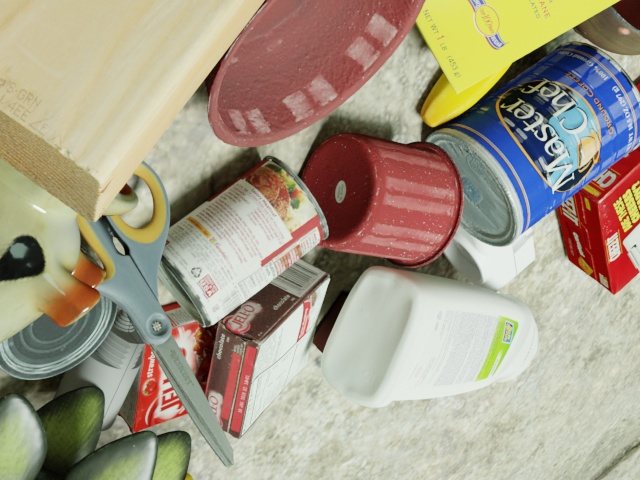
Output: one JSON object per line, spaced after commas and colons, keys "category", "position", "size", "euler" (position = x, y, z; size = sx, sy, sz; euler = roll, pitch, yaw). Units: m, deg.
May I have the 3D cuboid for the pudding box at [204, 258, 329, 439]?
{"category": "pudding box", "position": [-0.039, 0.075, 0.769], "size": [0.113, 0.039, 0.090], "euler": [-41, 151, -53]}

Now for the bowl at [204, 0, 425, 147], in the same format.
{"category": "bowl", "position": [-0.013, -0.129, 0.612], "size": [0.162, 0.055, 0.162], "euler": [-35, 162, -14]}

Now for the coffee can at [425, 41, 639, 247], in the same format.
{"category": "coffee can", "position": [0.165, -0.075, 0.824], "size": [0.140, 0.103, 0.103], "euler": [-35, 141, -19]}

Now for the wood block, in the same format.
{"category": "wood block", "position": [-0.073, -0.121, 0.470], "size": [0.206, 0.090, 0.091], "euler": [-55, -174, -16]}

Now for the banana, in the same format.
{"category": "banana", "position": [0.127, -0.171, 0.762], "size": [0.069, 0.037, 0.198], "euler": [5, 118, -17]}

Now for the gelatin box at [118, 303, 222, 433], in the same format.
{"category": "gelatin box", "position": [-0.103, 0.087, 0.753], "size": [0.073, 0.030, 0.089], "euler": [-14, 131, -38]}

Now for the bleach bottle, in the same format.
{"category": "bleach bottle", "position": [0.108, 0.084, 0.856], "size": [0.250, 0.068, 0.102], "euler": [15, 102, -53]}

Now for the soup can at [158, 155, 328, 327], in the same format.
{"category": "soup can", "position": [-0.055, 0.001, 0.696], "size": [0.102, 0.069, 0.068], "euler": [-37, 142, -15]}

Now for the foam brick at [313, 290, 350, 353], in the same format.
{"category": "foam brick", "position": [0.041, 0.081, 0.878], "size": [0.078, 0.053, 0.051], "euler": [19, 107, -50]}

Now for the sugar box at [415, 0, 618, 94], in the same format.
{"category": "sugar box", "position": [0.144, -0.180, 0.700], "size": [0.176, 0.048, 0.093], "euler": [-28, 134, 12]}

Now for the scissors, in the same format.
{"category": "scissors", "position": [-0.092, 0.033, 0.638], "size": [0.201, 0.016, 0.096], "euler": [49, 60, -16]}

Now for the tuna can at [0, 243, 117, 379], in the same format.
{"category": "tuna can", "position": [-0.167, 0.042, 0.645], "size": [0.086, 0.034, 0.086], "euler": [-27, 138, -27]}

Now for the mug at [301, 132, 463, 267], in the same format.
{"category": "mug", "position": [0.031, -0.026, 0.756], "size": [0.081, 0.093, 0.117], "euler": [8, 152, -43]}
